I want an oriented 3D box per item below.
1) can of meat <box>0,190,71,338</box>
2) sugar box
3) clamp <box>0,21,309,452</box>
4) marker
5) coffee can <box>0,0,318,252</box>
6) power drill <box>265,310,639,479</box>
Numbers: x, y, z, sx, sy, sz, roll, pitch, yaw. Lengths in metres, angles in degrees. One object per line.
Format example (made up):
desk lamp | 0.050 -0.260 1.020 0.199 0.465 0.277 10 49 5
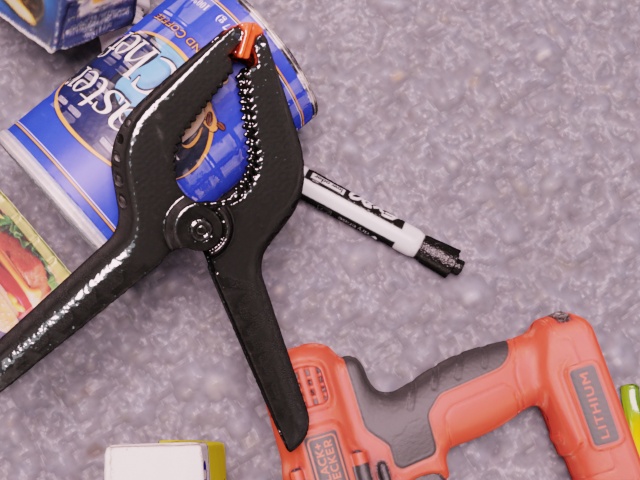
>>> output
can of meat | -0.187 0.023 0.579 0.084 0.057 0.102 -40 86 -12
sugar box | -0.068 0.142 0.506 0.048 0.176 0.093 -1 80 -5
clamp | -0.053 0.001 0.523 0.164 0.036 0.210 21 91 -19
marker | 0.029 -0.012 0.620 0.121 0.020 0.020 29 79 1
coffee can | -0.087 -0.061 0.577 0.140 0.103 0.103 -42 86 -10
power drill | 0.074 0.127 0.580 0.187 0.057 0.184 -16 82 -7
